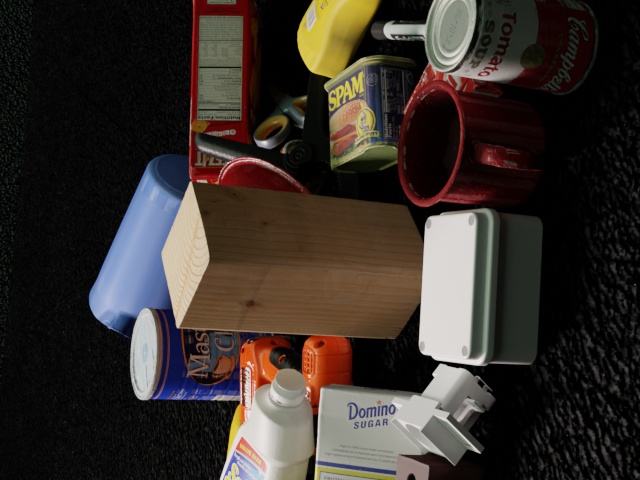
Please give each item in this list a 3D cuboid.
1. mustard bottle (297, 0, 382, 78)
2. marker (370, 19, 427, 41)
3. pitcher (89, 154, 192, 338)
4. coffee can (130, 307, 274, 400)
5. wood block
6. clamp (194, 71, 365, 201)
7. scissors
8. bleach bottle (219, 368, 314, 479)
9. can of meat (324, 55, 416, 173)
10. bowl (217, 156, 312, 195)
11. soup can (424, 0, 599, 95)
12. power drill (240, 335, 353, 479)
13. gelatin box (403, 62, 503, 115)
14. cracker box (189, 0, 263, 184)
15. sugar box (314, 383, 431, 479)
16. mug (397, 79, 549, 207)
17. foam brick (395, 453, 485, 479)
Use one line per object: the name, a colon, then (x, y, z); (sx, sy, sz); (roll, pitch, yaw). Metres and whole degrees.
mustard bottle: (0.038, -0.253, 1.017); (0.096, 0.058, 0.192); (-91, 23, -43)
marker: (0.078, -0.190, 0.967); (0.121, 0.020, 0.020); (-155, 72, -63)
pitcher: (-0.212, 0.003, 1.437); (0.149, 0.144, 0.243); (55, 131, 37)
coffee can: (-0.134, 0.131, 1.214); (0.103, 0.140, 0.103); (-175, 90, -65)
wood block: (-0.019, 0.021, 0.916); (0.091, 0.205, 0.090); (-62, 34, 39)
clamp: (-0.011, -0.087, 1.057); (0.164, 0.036, 0.210); (-42, 62, 1)
scissors: (-0.053, -0.141, 1.179); (0.016, 0.096, 0.202); (59, 165, -25)
bleach bottle: (-0.054, 0.218, 1.008); (0.103, 0.068, 0.251); (53, 140, 44)
can of meat: (0.047, -0.112, 0.978); (0.102, 0.057, 0.084); (-22, 68, 62)
bowl: (-0.057, 0.001, 1.030); (0.162, 0.055, 0.162); (30, 143, 26)
soup can: (0.133, -0.143, 0.747); (0.069, 0.102, 0.068); (5, 90, 65)
power drill: (-0.022, 0.175, 1.071); (0.188, 0.057, 0.184); (9, 97, 63)
gelatin box: (0.107, -0.114, 0.880); (0.073, 0.030, 0.089); (-109, 34, -40)
cracker box: (-0.104, -0.158, 1.224); (0.164, 0.072, 0.214); (82, -172, -81)
sugar box: (0.042, 0.212, 0.887); (0.048, 0.093, 0.176); (17, -102, -72)
mug: (0.120, -0.066, 0.784); (0.117, 0.081, 0.093); (-161, 77, -64)
foam brick: (0.091, 0.209, 0.830); (0.053, 0.051, 0.078); (179, 95, -65)
